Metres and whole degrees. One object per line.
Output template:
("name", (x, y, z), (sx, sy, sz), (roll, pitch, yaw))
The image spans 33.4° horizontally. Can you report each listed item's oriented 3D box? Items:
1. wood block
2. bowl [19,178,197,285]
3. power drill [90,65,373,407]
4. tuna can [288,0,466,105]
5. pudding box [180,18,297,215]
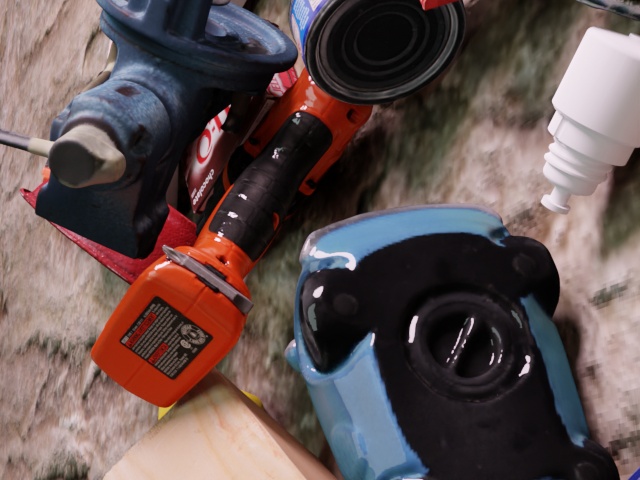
("wood block", (-0.025, 0.146, 0.491), (0.090, 0.090, 0.206), (-46, 22, -5))
("bowl", (-0.126, -0.006, 0.738), (0.055, 0.162, 0.162), (-53, 30, -3))
("power drill", (-0.054, 0.001, 0.598), (0.185, 0.057, 0.187), (-49, 9, 47))
("tuna can", (0.029, -0.110, 0.536), (0.086, 0.086, 0.034), (-56, 38, 37))
("pudding box", (-0.057, -0.084, 0.732), (0.114, 0.039, 0.090), (-56, 37, 36))
